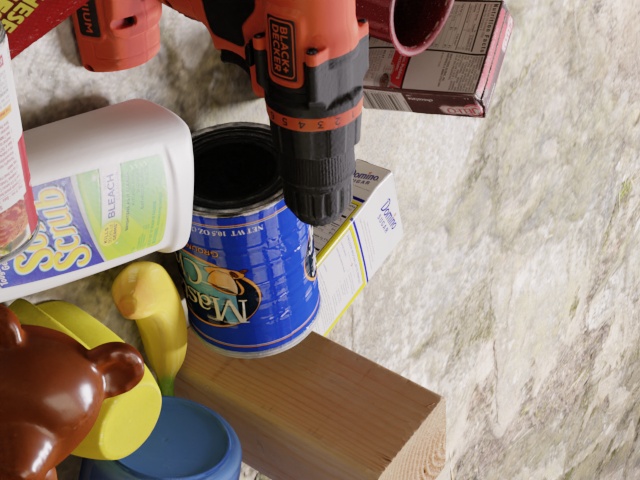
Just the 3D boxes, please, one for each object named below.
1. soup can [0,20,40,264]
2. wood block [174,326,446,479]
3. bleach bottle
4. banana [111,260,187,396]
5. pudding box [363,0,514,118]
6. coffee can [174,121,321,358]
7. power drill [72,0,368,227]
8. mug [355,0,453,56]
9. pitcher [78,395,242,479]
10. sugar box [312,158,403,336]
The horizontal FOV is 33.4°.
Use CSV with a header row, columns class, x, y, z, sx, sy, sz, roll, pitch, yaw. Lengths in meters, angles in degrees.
class,x,y,z,sx,sy,sz,roll,pitch,yaw
soup can,-0.168,-0.045,0.480,0.068,0.069,0.102,-35,137,-41
wood block,-0.013,0.132,0.827,0.090,0.206,0.090,-44,144,-33
bleach bottle,-0.182,-0.004,0.602,0.250,0.068,0.103,-27,134,-44
banana,-0.114,0.053,0.738,0.037,0.069,0.198,-14,154,-5
pudding box,0.091,-0.149,0.863,0.039,0.114,0.090,48,57,-56
coffee can,-0.055,0.001,0.767,0.102,0.103,0.140,-43,144,-34
power drill,-0.057,-0.109,0.597,0.057,0.188,0.184,-39,140,-41
mug,0.053,-0.201,0.812,0.117,0.082,0.093,-41,143,-35
pitcher,-0.126,0.244,0.774,0.144,0.149,0.243,-22,133,-48
sugar box,0.006,0.020,0.940,0.176,0.048,0.093,-52,148,-28
